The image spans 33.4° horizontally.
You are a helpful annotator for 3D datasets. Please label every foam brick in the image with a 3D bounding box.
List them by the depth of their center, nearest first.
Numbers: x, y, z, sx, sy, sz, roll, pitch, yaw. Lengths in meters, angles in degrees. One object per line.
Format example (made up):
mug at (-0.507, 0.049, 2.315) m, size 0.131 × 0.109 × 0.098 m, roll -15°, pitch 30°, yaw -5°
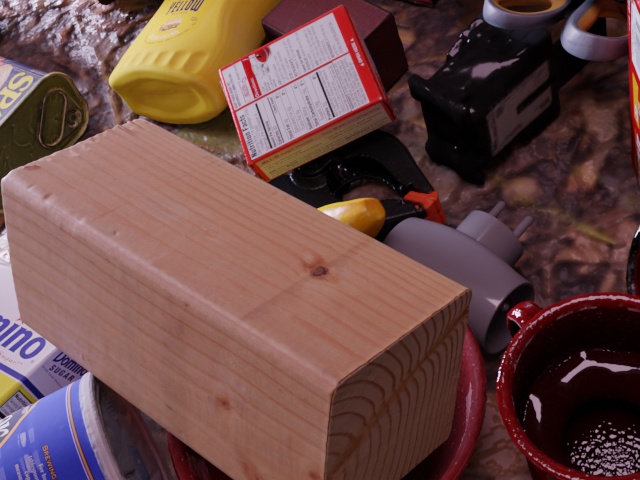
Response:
foam brick at (0.010, -0.128, 0.693) m, size 0.051 × 0.053 × 0.078 m, roll -45°, pitch 55°, yaw -14°

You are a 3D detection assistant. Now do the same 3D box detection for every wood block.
wood block at (-0.045, 0.030, 0.490) m, size 0.206 × 0.090 × 0.090 m, roll 29°, pitch 42°, yaw 32°

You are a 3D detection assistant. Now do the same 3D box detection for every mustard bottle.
mustard bottle at (-0.064, -0.169, 0.742) m, size 0.096 × 0.058 × 0.191 m, roll 3°, pitch 55°, yaw 41°

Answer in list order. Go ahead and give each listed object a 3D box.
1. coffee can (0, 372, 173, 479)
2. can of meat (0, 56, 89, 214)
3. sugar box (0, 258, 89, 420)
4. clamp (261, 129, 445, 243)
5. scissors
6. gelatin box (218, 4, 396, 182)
coffee can at (-0.150, 0.141, 0.528) m, size 0.140 × 0.102 × 0.103 m, roll -27°, pitch 52°, yaw -1°
can of meat at (-0.225, -0.078, 0.736) m, size 0.084 × 0.057 × 0.102 m, roll 22°, pitch 65°, yaw 33°
sugar box at (-0.222, 0.097, 0.619) m, size 0.093 × 0.048 × 0.176 m, roll 34°, pitch 73°, yaw 34°
clamp at (-0.010, -0.032, 0.644) m, size 0.172 × 0.039 × 0.120 m, roll 28°, pitch 80°, yaw 35°
scissors at (0.151, -0.150, 0.624) m, size 0.096 × 0.016 × 0.201 m, roll 12°, pitch 33°, yaw 10°
gelatin box at (-0.010, -0.085, 0.628) m, size 0.089 × 0.030 × 0.073 m, roll -26°, pitch 62°, yaw 11°
